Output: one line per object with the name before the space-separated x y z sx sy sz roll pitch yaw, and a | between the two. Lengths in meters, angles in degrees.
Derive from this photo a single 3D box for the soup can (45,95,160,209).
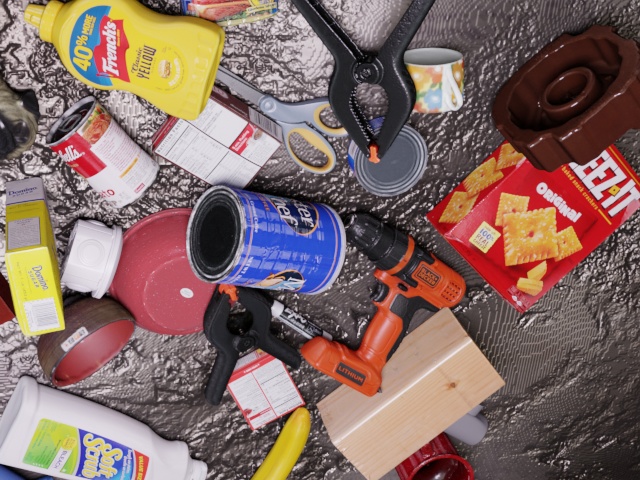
soup can | -0.222 -0.089 1.096 0.068 0.068 0.102 -40 119 6

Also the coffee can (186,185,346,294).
coffee can | -0.057 0.001 1.143 0.140 0.103 0.103 9 114 -41

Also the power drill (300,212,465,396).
power drill | 0.059 0.077 1.250 0.184 0.057 0.188 33 96 -27

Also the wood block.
wood block | 0.110 0.189 1.313 0.206 0.090 0.090 -37 118 5

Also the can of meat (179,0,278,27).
can of meat | -0.094 -0.260 1.055 0.102 0.057 0.084 -11 121 -10

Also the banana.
banana | -0.060 0.285 1.330 0.037 0.069 0.198 36 102 13

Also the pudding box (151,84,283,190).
pudding box | -0.109 -0.107 1.129 0.113 0.039 0.090 31 116 -24

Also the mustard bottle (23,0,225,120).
mustard bottle | -0.195 -0.191 1.040 0.191 0.058 0.096 19 117 0

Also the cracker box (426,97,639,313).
cracker box | 0.258 -0.040 1.251 0.214 0.072 0.164 -43 119 7

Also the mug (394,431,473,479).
mug | 0.136 0.281 1.369 0.093 0.081 0.117 -23 119 -4

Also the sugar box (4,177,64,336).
sugar box | -0.286 0.012 1.065 0.048 0.176 0.093 -9 118 -9

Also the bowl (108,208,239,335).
bowl | -0.155 0.048 1.189 0.162 0.055 0.162 -6 117 -13

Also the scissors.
scissors | -0.037 -0.154 1.145 0.096 0.016 0.201 -38 120 7

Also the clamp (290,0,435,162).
clamp | 0.060 -0.184 1.102 0.165 0.036 0.210 -4 114 21

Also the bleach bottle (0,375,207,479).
bleach bottle | -0.247 0.241 1.256 0.250 0.068 0.103 21 109 -26

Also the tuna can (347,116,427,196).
tuna can | 0.074 -0.095 1.195 0.086 0.034 0.086 -6 117 -13

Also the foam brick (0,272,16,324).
foam brick | -0.366 0.053 1.135 0.053 0.051 0.078 -26 119 -1

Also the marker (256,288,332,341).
marker | -0.036 0.092 1.265 0.121 0.020 0.020 35 102 -27

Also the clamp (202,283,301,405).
clamp | -0.079 0.107 1.203 0.120 0.039 0.171 -20 133 -24

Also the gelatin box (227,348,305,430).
gelatin box | -0.070 0.177 1.291 0.073 0.030 0.089 -28 119 -3
